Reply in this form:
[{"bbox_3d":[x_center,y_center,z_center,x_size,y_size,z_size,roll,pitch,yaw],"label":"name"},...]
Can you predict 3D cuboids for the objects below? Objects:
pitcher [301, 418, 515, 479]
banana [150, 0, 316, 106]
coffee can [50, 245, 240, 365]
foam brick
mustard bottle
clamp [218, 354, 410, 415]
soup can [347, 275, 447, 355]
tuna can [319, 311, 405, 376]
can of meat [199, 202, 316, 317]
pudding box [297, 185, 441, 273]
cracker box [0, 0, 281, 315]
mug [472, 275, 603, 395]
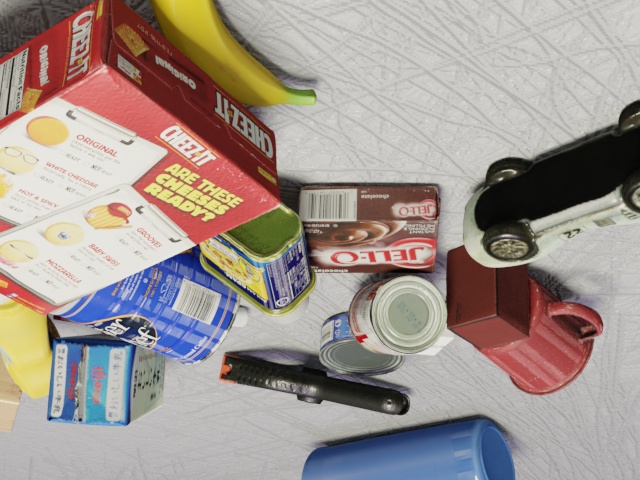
[{"bbox_3d":[0.112,0.292,1.303,0.243,0.149,0.145,-20,127,29],"label":"pitcher"},{"bbox_3d":[-0.068,-0.141,0.672,0.070,0.037,0.197,-23,145,10],"label":"banana"},{"bbox_3d":[-0.153,0.037,0.911,0.140,0.103,0.103,27,143,-33],"label":"coffee can"},{"bbox_3d":[0.143,0.045,0.916,0.053,0.078,0.051,-20,142,38],"label":"foam brick"},{"bbox_3d":[-0.269,0.071,0.952,0.058,0.096,0.192,-19,159,-14],"label":"mustard bottle"},{"bbox_3d":[-0.004,0.153,1.117,0.210,0.036,0.164,11,171,2],"label":"clamp"},{"bbox_3d":[0.066,0.066,0.933,0.068,0.068,0.102,9,173,-8],"label":"soup can"},{"bbox_3d":[0.042,0.104,1.067,0.086,0.033,0.086,3,149,2],"label":"tuna can"},{"bbox_3d":[-0.056,0.001,0.853,0.102,0.057,0.084,35,156,25],"label":"can of meat"},{"bbox_3d":[0.040,-0.007,0.876,0.113,0.039,0.090,2,150,5],"label":"pudding box"},{"bbox_3d":[-0.158,-0.044,0.681,0.214,0.072,0.164,-25,141,25],"label":"cracker box"},{"bbox_3d":[0.194,0.079,0.953,0.117,0.093,0.081,-15,140,42],"label":"mug"}]
